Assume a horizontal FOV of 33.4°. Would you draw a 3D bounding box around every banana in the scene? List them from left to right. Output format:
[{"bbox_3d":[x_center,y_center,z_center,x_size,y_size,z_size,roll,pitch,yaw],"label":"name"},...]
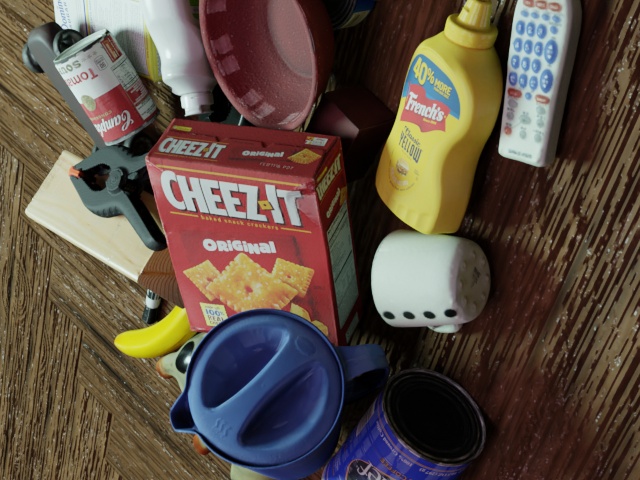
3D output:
[{"bbox_3d":[-0.175,0.093,1.235,0.198,0.037,0.070,-44,56,34],"label":"banana"}]

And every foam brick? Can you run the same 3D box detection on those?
[{"bbox_3d":[0.021,-0.094,0.961,0.051,0.052,0.078,49,133,21],"label":"foam brick"}]

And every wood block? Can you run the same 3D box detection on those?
[{"bbox_3d":[-0.219,-0.014,1.184,0.206,0.090,0.090,26,82,36],"label":"wood block"}]

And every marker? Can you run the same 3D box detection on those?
[{"bbox_3d":[-0.193,0.051,1.259,0.020,0.020,0.121,38,129,29],"label":"marker"}]

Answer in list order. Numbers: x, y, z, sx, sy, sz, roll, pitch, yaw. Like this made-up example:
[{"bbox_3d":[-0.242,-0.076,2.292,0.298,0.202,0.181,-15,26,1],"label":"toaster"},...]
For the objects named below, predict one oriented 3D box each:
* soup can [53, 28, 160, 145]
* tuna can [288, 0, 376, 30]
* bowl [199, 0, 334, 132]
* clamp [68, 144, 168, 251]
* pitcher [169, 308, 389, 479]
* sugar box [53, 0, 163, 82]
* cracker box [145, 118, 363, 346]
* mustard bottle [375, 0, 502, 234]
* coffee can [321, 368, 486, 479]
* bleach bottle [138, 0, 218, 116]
[{"bbox_3d":[-0.222,-0.160,1.113,0.069,0.068,0.102,-6,123,46],"label":"soup can"},{"bbox_3d":[0.010,-0.227,0.934,0.086,0.033,0.086,19,118,40],"label":"tuna can"},{"bbox_3d":[-0.038,-0.178,0.936,0.162,0.055,0.162,32,135,38],"label":"bowl"},{"bbox_3d":[-0.200,-0.049,1.107,0.172,0.039,0.120,0,69,39],"label":"clamp"},{"bbox_3d":[-0.029,0.152,0.978,0.149,0.145,0.243,24,165,11],"label":"pitcher"},{"bbox_3d":[-0.223,-0.238,1.159,0.176,0.048,0.093,25,126,40],"label":"sugar box"},{"bbox_3d":[-0.056,0.001,0.980,0.164,0.072,0.214,8,133,19],"label":"cracker box"},{"bbox_3d":[0.102,-0.106,0.867,0.096,0.058,0.192,54,138,45],"label":"mustard bottle"},{"bbox_3d":[0.074,0.200,0.982,0.103,0.102,0.140,49,133,21],"label":"coffee can"},{"bbox_3d":[-0.137,-0.242,0.996,0.068,0.102,0.251,-5,97,29],"label":"bleach bottle"}]
